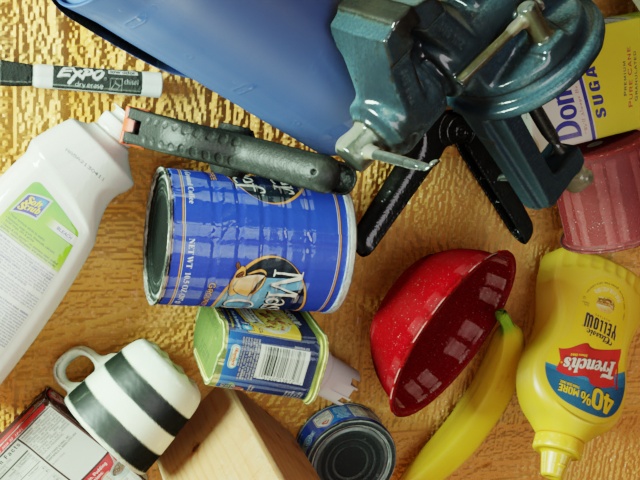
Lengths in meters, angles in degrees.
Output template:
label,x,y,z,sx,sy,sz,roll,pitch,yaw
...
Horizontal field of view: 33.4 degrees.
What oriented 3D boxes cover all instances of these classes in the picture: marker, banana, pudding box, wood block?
label,x,y,z,sx,sy,sz,roll,pitch,yaw
marker,-0.175,-0.117,0.773,0.121,0.020,0.020,2,106,-18
banana,0.131,0.145,0.940,0.069,0.037,0.198,15,108,-33
pudding box,-0.206,0.185,0.848,0.090,0.039,0.113,-45,112,0
wood block,-0.050,0.201,0.811,0.091,0.206,0.090,-46,114,0

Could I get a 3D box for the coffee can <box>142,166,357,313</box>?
label,x,y,z,sx,sy,sz,roll,pitch,yaw
coffee can,-0.055,0.001,0.803,0.140,0.103,0.103,4,105,-19

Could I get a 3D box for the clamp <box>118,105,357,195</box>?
label,x,y,z,sx,sy,sz,roll,pitch,yaw
clamp,-0.053,-0.061,0.751,0.172,0.120,0.039,18,88,16

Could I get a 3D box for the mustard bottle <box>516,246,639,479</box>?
label,x,y,z,sx,sy,sz,roll,pitch,yaw
mustard bottle,0.215,0.108,0.902,0.096,0.058,0.191,25,68,-17

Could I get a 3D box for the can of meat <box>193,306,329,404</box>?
label,x,y,z,sx,sy,sz,roll,pitch,yaw
can of meat,-0.050,0.081,0.832,0.083,0.102,0.057,12,103,-19

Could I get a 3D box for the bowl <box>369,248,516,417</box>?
label,x,y,z,sx,sy,sz,roll,pitch,yaw
bowl,0.090,0.063,0.871,0.161,0.055,0.162,-40,150,-28

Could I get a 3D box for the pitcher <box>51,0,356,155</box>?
label,x,y,z,sx,sy,sz,roll,pitch,yaw
pitcher,-0.056,-0.154,0.731,0.242,0.149,0.145,31,100,-39

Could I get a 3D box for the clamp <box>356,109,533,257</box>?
label,x,y,z,sx,sy,sz,roll,pitch,yaw
clamp,0.114,-0.086,0.866,0.164,0.036,0.210,3,102,-24

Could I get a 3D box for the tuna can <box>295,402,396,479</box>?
label,x,y,z,sx,sy,sz,roll,pitch,yaw
tuna can,0.022,0.186,0.924,0.086,0.034,0.086,-5,108,-16

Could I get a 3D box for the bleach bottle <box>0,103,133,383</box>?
label,x,y,z,sx,sy,sz,roll,pitch,yaw
bleach bottle,-0.213,0.010,0.778,0.102,0.068,0.251,41,89,-25
